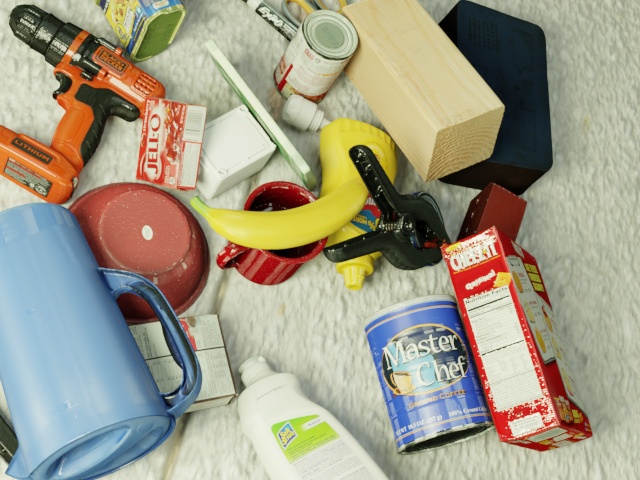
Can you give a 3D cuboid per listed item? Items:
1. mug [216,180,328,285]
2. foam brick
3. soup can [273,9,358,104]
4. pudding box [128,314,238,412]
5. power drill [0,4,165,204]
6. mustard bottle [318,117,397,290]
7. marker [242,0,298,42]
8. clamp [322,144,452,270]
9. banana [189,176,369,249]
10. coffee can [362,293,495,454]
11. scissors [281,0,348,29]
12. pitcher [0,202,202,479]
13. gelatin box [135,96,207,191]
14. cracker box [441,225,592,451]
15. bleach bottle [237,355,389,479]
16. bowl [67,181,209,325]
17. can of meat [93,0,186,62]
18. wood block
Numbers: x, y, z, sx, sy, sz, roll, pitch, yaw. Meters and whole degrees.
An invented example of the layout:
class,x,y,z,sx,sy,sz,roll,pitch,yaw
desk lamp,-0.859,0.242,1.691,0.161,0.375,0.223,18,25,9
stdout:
class,x,y,z,sx,sy,sz,roll,pitch,yaw
mug,-0.057,0.001,1.110,0.117,0.082,0.093,-27,79,-31
foam brick,0.199,-0.018,1.243,0.051,0.053,0.078,28,58,-8
soup can,-0.006,-0.208,1.220,0.068,0.102,0.068,9,62,-18
pudding box,-0.145,0.123,1.041,0.113,0.039,0.090,-8,71,-23
power drill,-0.275,-0.143,1.104,0.184,0.057,0.187,31,58,-6
mustard bottle,0.040,-0.035,1.180,0.096,0.058,0.191,24,58,-36
marker,-0.059,-0.268,1.277,0.121,0.020,0.020,40,57,0
clamp,0.070,-0.008,1.089,0.171,0.039,0.120,34,76,-36
banana,-0.027,-0.026,1.064,0.197,0.037,0.069,-7,71,-26
coffee can,0.110,0.139,1.101,0.102,0.103,0.140,-6,69,-25
scissors,0.044,-0.247,1.311,0.201,0.016,0.096,35,58,-4
pitcher,-0.224,0.085,0.963,0.148,0.145,0.243,-1,57,-46
gelatin box,-0.155,-0.100,1.101,0.030,0.073,0.089,2,100,-45
cracker box,0.208,0.109,1.128,0.164,0.072,0.214,27,44,-61
bleach bottle,0.002,0.213,1.023,0.102,0.068,0.251,-21,60,-27
bowl,-0.182,0.002,1.074,0.162,0.055,0.162,9,63,-19
can of meat,-0.197,-0.257,1.166,0.057,0.102,0.084,-26,80,-31
wood block,0.109,-0.179,1.207,0.090,0.091,0.206,-22,59,-18
